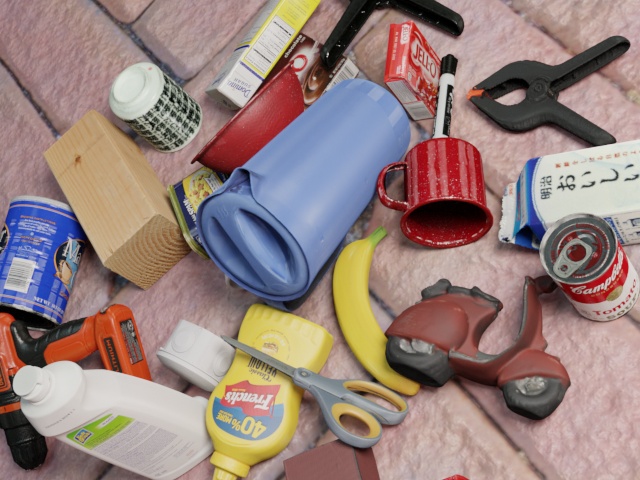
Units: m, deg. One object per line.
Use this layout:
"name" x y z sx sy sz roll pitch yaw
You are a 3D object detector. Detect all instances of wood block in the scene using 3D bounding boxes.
"wood block" -0.244 -0.052 1.293 0.091 0.090 0.206 -41 54 7

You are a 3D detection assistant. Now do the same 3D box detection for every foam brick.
"foam brick" 0.012 0.229 1.031 0.078 0.053 0.051 -25 57 18

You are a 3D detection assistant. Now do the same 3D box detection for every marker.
"marker" 0.136 -0.151 1.169 0.020 0.020 0.121 -3 65 28

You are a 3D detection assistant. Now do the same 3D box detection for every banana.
"banana" 0.050 0.074 1.096 0.070 0.037 0.198 -22 57 19

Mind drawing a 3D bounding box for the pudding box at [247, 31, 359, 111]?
"pudding box" -0.020 -0.179 1.260 0.090 0.039 0.113 36 87 37

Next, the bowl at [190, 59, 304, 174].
"bowl" -0.069 -0.124 1.177 0.162 0.162 0.055 -44 96 3

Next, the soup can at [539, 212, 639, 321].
"soup can" 0.246 0.026 0.967 0.069 0.102 0.068 -13 61 24

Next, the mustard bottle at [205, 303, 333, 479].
"mustard bottle" -0.065 0.167 1.101 0.096 0.058 0.191 19 77 22

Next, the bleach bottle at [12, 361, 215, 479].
"bleach bottle" -0.203 0.170 1.058 0.102 0.250 0.068 -38 54 8

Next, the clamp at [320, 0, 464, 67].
"clamp" 0.080 -0.291 1.250 0.164 0.036 0.210 -7 52 9

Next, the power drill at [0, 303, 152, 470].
"power drill" -0.290 0.158 1.209 0.188 0.057 0.184 -15 93 13

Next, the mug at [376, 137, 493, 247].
"mug" 0.114 -0.051 1.082 0.117 0.093 0.081 5 58 -6

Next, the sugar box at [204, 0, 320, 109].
"sugar box" -0.067 -0.239 1.289 0.176 0.048 0.093 -57 16 -3

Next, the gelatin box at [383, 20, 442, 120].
"gelatin box" 0.102 -0.184 1.161 0.030 0.089 0.073 -4 65 28

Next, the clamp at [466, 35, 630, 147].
"clamp" 0.238 -0.160 1.103 0.172 0.039 0.120 13 72 34

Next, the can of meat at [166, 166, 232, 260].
"can of meat" -0.120 -0.042 1.238 0.084 0.057 0.102 -32 55 10

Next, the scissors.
"scissors" -0.014 0.147 1.037 0.202 0.016 0.096 16 32 4

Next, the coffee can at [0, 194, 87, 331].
"coffee can" -0.348 0.029 1.303 0.103 0.102 0.140 0 67 30

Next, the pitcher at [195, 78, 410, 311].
"pitcher" -0.006 -0.053 1.100 0.242 0.145 0.149 -49 4 -37
